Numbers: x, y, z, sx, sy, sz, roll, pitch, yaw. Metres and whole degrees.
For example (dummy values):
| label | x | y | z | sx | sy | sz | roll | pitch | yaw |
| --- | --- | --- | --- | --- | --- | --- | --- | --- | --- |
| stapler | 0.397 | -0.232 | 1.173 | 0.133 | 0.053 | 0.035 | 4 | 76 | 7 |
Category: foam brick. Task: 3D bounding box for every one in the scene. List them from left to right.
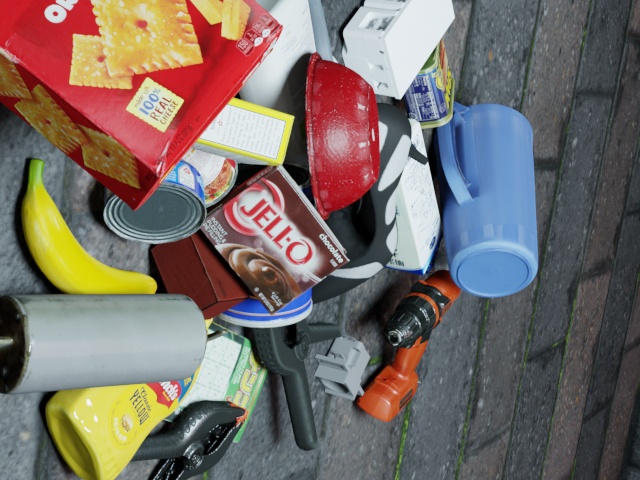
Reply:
| label | x | y | z | sx | sy | sz | roll | pitch | yaw |
| --- | --- | --- | --- | --- | --- | --- | --- | --- | --- |
| foam brick | -0.112 | 0.030 | 0.983 | 0.052 | 0.051 | 0.078 | -4 | 68 | -59 |

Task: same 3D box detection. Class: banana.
| label | x | y | z | sx | sy | sz | roll | pitch | yaw |
| --- | --- | --- | --- | --- | --- | --- | --- | --- | --- |
| banana | -0.194 | 0.016 | 0.885 | 0.069 | 0.037 | 0.197 | -60 | 147 | -21 |

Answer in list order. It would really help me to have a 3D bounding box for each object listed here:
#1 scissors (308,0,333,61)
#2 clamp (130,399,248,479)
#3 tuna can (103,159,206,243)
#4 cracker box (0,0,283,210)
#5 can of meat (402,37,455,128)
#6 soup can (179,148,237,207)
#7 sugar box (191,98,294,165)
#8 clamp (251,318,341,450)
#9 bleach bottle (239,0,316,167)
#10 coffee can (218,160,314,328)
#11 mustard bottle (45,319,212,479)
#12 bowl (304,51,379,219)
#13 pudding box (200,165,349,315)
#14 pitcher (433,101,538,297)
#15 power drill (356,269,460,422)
| label | x | y | z | sx | sy | sz | roll | pitch | yaw |
| --- | --- | --- | --- | --- | --- | --- | --- | --- | --- |
| scissors | -0.010 | -0.247 | 1.066 | 0.096 | 0.016 | 0.202 | -98 | 174 | -47 |
| clamp | -0.140 | 0.219 | 1.056 | 0.171 | 0.039 | 0.120 | -22 | 133 | -45 |
| tuna can | -0.140 | -0.035 | 0.904 | 0.086 | 0.086 | 0.034 | 56 | 22 | -53 |
| cracker box | -0.153 | -0.152 | 0.719 | 0.213 | 0.072 | 0.164 | 40 | 57 | -8 |
| can of meat | 0.126 | -0.201 | 1.297 | 0.102 | 0.057 | 0.084 | -79 | 156 | -44 |
| soup can | -0.124 | -0.082 | 0.931 | 0.068 | 0.069 | 0.102 | -64 | 148 | -19 |
| sugar box | -0.119 | -0.100 | 0.819 | 0.176 | 0.093 | 0.048 | 16 | 89 | -24 |
| clamp | -0.032 | 0.128 | 1.187 | 0.209 | 0.036 | 0.164 | 53 | 39 | -52 |
| bleach bottle | -0.037 | -0.135 | 1.062 | 0.102 | 0.068 | 0.251 | -56 | 147 | -37 |
| coffee can | -0.057 | 0.001 | 1.046 | 0.102 | 0.103 | 0.140 | -27 | 125 | -53 |
| mustard bottle | -0.160 | 0.124 | 0.968 | 0.191 | 0.058 | 0.096 | -47 | 133 | -41 |
| bowl | 0.025 | -0.101 | 1.026 | 0.162 | 0.055 | 0.162 | -2 | 90 | -80 |
| pudding box | -0.042 | -0.003 | 0.968 | 0.113 | 0.090 | 0.039 | 52 | 10 | -18 |
| pitcher | 0.208 | -0.056 | 1.362 | 0.145 | 0.149 | 0.242 | 104 | -8 | -48 |
| power drill | 0.109 | 0.141 | 1.375 | 0.184 | 0.057 | 0.188 | -34 | 151 | -55 |
